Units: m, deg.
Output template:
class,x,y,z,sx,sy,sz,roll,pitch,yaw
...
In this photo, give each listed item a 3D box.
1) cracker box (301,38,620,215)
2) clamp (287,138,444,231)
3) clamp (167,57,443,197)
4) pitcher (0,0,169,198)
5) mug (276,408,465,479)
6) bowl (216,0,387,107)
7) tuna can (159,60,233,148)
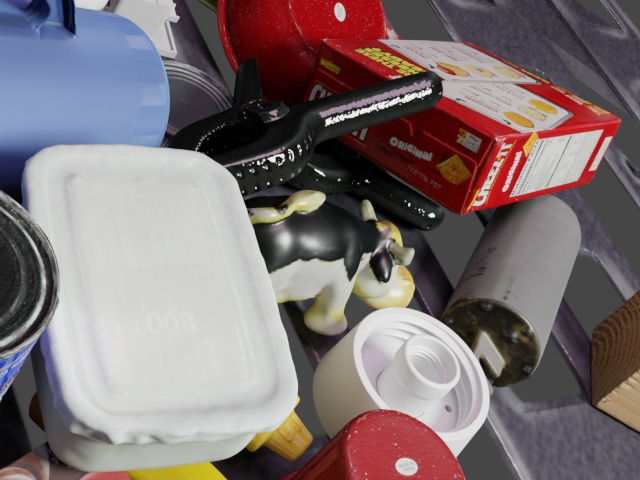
class,x,y,z,sx,sy,sz,roll,pitch,yaw
cracker box,0.113,-0.095,0.839,0.164,0.072,0.213,34,28,29
clamp,0.020,-0.056,0.826,0.171,0.039,0.120,-1,43,-39
clamp,-0.024,-0.072,0.690,0.165,0.036,0.209,5,31,26
pitcher,-0.194,-0.085,0.581,0.242,0.149,0.145,-11,101,-55
mug,0.036,0.155,0.587,0.117,0.082,0.093,44,38,7
bowl,-0.001,-0.177,0.866,0.161,0.055,0.162,8,75,-32
tuna can,-0.100,-0.087,0.764,0.086,0.034,0.086,22,40,-20
